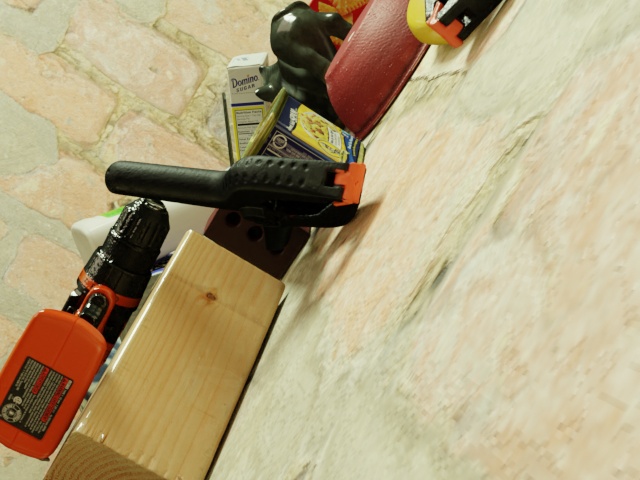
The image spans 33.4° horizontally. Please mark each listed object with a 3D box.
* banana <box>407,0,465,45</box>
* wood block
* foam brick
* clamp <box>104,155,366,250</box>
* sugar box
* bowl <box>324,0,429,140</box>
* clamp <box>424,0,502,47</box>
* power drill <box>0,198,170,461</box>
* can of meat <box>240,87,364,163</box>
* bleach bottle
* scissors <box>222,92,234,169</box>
[{"bbox_3d":[0.092,-0.183,0.800,0.070,0.037,0.197,-53,10,32],"label":"banana"},{"bbox_3d":[-0.108,0.102,0.771,0.090,0.090,0.206,-53,9,41],"label":"wood block"},{"bbox_3d":[-0.053,-0.012,0.912,0.053,0.078,0.051,-56,7,15],"label":"foam brick"},{"bbox_3d":[-0.049,-0.033,0.753,0.210,0.164,0.036,-10,66,59],"label":"clamp"},{"bbox_3d":[-0.073,-0.117,1.204,0.093,0.048,0.176,-84,-13,-73],"label":"sugar box"},{"bbox_3d":[0.050,-0.167,0.937,0.162,0.055,0.162,-58,8,12],"label":"bowl"},{"bbox_3d":[0.108,-0.207,0.695,0.171,0.039,0.120,-58,27,-3],"label":"clamp"},{"bbox_3d":[-0.172,0.063,0.778,0.184,0.057,0.187,-62,4,12],"label":"power drill"},{"bbox_3d":[-0.014,-0.068,0.850,0.057,0.084,0.102,-56,8,23],"label":"can of meat"},{"bbox_3d":[-0.124,-0.034,1.100,0.250,0.068,0.103,-25,11,-20],"label":"bleach bottle"},{"bbox_3d":[-0.098,-0.059,1.219,0.096,0.016,0.202,-100,4,-56],"label":"scissors"}]
